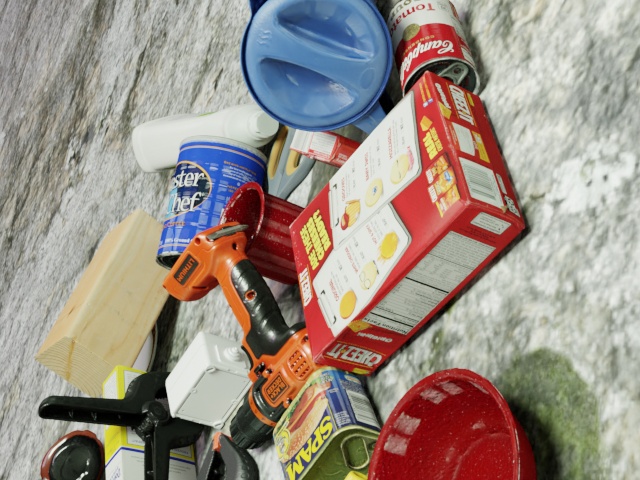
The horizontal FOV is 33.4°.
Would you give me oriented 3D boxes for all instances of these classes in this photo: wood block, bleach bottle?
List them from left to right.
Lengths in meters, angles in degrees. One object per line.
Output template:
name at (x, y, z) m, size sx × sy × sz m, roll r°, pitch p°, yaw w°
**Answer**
wood block at (-0.248, 0.074, 1.297) m, size 0.091 × 0.090 × 0.206 m, roll -32°, pitch 27°, yaw 45°
bleach bottle at (-0.132, -0.127, 1.284) m, size 0.251 × 0.102 × 0.068 m, roll 0°, pitch 107°, yaw 58°

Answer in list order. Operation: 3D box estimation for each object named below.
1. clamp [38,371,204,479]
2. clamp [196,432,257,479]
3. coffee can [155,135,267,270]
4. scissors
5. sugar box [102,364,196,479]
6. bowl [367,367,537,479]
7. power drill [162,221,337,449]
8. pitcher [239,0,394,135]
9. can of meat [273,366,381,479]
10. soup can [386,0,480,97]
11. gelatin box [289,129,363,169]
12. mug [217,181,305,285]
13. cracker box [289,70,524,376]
clamp at (-0.174, 0.198, 1.114) m, size 0.164 × 0.209 × 0.036 m, roll 47°, pitch 119°, yaw 13°
clamp at (-0.100, 0.271, 1.040) m, size 0.120 × 0.039 × 0.171 m, roll -36°, pitch 36°, yaw 20°
coffee can at (-0.122, -0.034, 1.203) m, size 0.103 × 0.102 × 0.140 m, roll -14°, pitch 61°, yaw 55°
scissors at (-0.043, -0.039, 1.166) m, size 0.096 × 0.016 × 0.201 m, roll -17°, pitch 58°, yaw 55°
sugar box at (-0.186, 0.225, 1.162) m, size 0.048 × 0.093 × 0.176 m, roll -49°, pitch 35°, yaw 34°
bowl at (0.101, 0.175, 0.757) m, size 0.162 × 0.055 × 0.162 m, roll -37°, pitch 43°, yaw 44°
power drill at (-0.073, 0.091, 1.018) m, size 0.188 × 0.057 × 0.185 m, roll 53°, pitch 132°, yaw 15°
pitcher at (0.006, -0.192, 1.030) m, size 0.242 × 0.145 × 0.149 m, roll -84°, pitch -3°, yaw -68°
can of meat at (0.006, 0.172, 0.917) m, size 0.102 × 0.057 × 0.084 m, roll -56°, pitch 30°, yaw 22°
soup can at (0.100, -0.168, 0.959) m, size 0.069 × 0.068 × 0.102 m, roll -47°, pitch 36°, yaw 34°
gelatin box at (0.023, -0.082, 1.027) m, size 0.089 × 0.073 × 0.030 m, roll 25°, pitch 95°, yaw 60°
mug at (-0.057, 0.001, 1.098) m, size 0.117 × 0.081 × 0.093 m, roll -33°, pitch 46°, yaw 46°
cracker box at (0.067, -0.011, 0.914) m, size 0.214 × 0.072 × 0.164 m, roll -49°, pitch 35°, yaw 34°
